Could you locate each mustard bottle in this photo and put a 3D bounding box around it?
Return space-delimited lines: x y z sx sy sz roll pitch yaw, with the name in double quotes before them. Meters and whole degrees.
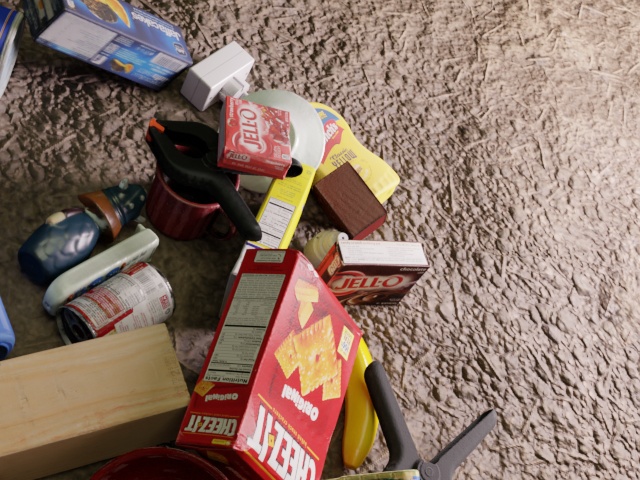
"mustard bottle" 0.000 -0.111 1.295 0.096 0.058 0.192 -37 78 -26

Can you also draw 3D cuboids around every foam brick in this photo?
"foam brick" 0.033 -0.041 1.216 0.051 0.053 0.078 -35 79 -7

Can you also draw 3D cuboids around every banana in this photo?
"banana" 0.027 0.149 1.156 0.069 0.037 0.198 -18 64 -8

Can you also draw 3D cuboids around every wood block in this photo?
"wood block" -0.234 0.154 0.982 0.205 0.091 0.090 -12 64 -23

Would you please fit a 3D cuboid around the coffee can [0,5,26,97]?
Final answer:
"coffee can" -0.403 -0.222 1.155 0.140 0.103 0.102 18 53 -13

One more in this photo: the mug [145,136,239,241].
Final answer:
"mug" -0.136 -0.046 1.175 0.117 0.082 0.093 42 52 6

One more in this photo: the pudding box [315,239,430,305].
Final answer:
"pudding box" 0.054 0.037 1.203 0.113 0.090 0.039 -1 59 -25

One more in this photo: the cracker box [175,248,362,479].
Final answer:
"cracker box" -0.040 0.139 1.035 0.072 0.164 0.213 -1 54 29

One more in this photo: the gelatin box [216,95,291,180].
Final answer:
"gelatin box" -0.070 -0.108 1.127 0.073 0.030 0.089 13 43 -15

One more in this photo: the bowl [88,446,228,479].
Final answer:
"bowl" -0.142 0.262 0.962 0.162 0.055 0.162 0 89 1

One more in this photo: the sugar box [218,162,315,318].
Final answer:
"sugar box" -0.057 0.002 1.172 0.048 0.093 0.176 19 53 -1

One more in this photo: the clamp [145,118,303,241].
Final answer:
"clamp" -0.111 -0.069 1.124 0.171 0.039 0.120 21 46 -3

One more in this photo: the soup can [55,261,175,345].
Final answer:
"soup can" -0.205 0.072 1.076 0.102 0.069 0.068 -34 77 -37

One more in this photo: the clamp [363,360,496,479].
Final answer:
"clamp" 0.095 0.234 1.102 0.164 0.036 0.210 29 57 -14
